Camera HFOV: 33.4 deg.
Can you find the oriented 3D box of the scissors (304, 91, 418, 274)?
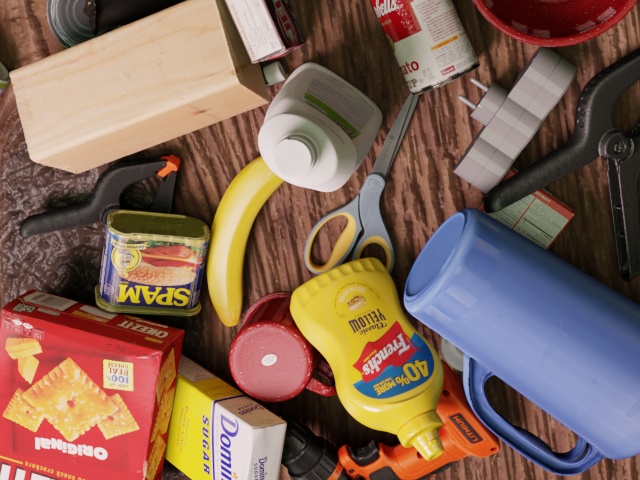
[{"bbox_3d":[0.063,-0.037,1.012,0.096,0.016,0.202,38,107,-3],"label":"scissors"}]

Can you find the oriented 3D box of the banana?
[{"bbox_3d":[-0.071,-0.011,1.029,0.069,0.037,0.198,30,106,4],"label":"banana"}]

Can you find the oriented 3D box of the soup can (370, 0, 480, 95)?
[{"bbox_3d":[0.092,-0.188,0.944,0.068,0.068,0.102,-23,99,14],"label":"soup can"}]

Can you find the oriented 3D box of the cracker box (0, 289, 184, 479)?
[{"bbox_3d":[-0.230,0.172,1.019,0.164,0.072,0.214,14,106,10],"label":"cracker box"}]

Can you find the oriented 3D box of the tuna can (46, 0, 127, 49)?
[{"bbox_3d":[-0.213,-0.216,1.005,0.086,0.033,0.086,2,104,9],"label":"tuna can"}]

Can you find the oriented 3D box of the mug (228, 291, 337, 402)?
[{"bbox_3d":[-0.031,0.112,1.030,0.117,0.081,0.093,36,106,-1],"label":"mug"}]

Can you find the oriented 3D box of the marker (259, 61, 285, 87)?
[{"bbox_3d":[-0.091,-0.138,1.012,0.121,0.020,0.020,-22,99,14],"label":"marker"}]

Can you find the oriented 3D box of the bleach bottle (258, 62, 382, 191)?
[{"bbox_3d":[-0.009,-0.092,0.888,0.102,0.250,0.068,33,106,0],"label":"bleach bottle"}]

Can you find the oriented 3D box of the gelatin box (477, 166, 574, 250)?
[{"bbox_3d":[0.179,-0.013,0.992,0.073,0.030,0.089,34,107,-1],"label":"gelatin box"}]

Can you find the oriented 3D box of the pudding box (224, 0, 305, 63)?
[{"bbox_3d":[-0.057,-0.217,0.950,0.039,0.090,0.113,-23,98,14],"label":"pudding box"}]

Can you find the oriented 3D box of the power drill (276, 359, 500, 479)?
[{"bbox_3d":[0.062,0.194,1.025,0.188,0.057,0.184,-34,119,16],"label":"power drill"}]

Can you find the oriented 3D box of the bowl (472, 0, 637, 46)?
[{"bbox_3d":[0.202,-0.250,0.917,0.162,0.055,0.162,2,104,9],"label":"bowl"}]

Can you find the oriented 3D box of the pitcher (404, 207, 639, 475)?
[{"bbox_3d":[0.192,0.086,0.938,0.242,0.149,0.145,33,142,-9],"label":"pitcher"}]

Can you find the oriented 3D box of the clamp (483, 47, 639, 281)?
[{"bbox_3d":[0.245,-0.082,0.941,0.164,0.036,0.210,17,98,-15],"label":"clamp"}]

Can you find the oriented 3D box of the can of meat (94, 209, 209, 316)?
[{"bbox_3d":[-0.160,0.021,1.022,0.102,0.057,0.084,5,115,-17],"label":"can of meat"}]

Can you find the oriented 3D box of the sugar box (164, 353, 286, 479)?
[{"bbox_3d":[-0.108,0.183,1.028,0.176,0.048,0.093,24,112,47],"label":"sugar box"}]

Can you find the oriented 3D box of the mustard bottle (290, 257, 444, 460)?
[{"bbox_3d":[0.055,0.111,0.958,0.096,0.058,0.192,-21,63,-19],"label":"mustard bottle"}]

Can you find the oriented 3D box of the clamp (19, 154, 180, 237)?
[{"bbox_3d":[-0.210,-0.027,1.044,0.120,0.039,0.171,34,104,-20],"label":"clamp"}]

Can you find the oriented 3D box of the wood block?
[{"bbox_3d":[-0.164,-0.140,0.975,0.206,0.090,0.090,-18,81,14],"label":"wood block"}]
